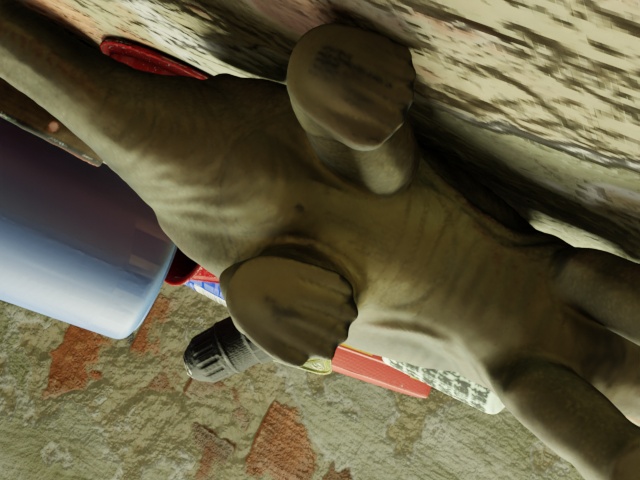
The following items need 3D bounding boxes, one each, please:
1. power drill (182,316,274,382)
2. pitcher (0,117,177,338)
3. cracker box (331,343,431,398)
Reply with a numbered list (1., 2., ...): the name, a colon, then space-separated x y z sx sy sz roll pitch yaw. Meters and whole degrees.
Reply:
1. power drill: -0.013 0.062 0.886 0.057 0.184 0.187 65 -174 5
2. pitcher: -0.224 -0.029 0.743 0.242 0.149 0.145 24 155 -15
3. cracker box: 0.048 0.105 1.173 0.164 0.072 0.213 18 -179 4
